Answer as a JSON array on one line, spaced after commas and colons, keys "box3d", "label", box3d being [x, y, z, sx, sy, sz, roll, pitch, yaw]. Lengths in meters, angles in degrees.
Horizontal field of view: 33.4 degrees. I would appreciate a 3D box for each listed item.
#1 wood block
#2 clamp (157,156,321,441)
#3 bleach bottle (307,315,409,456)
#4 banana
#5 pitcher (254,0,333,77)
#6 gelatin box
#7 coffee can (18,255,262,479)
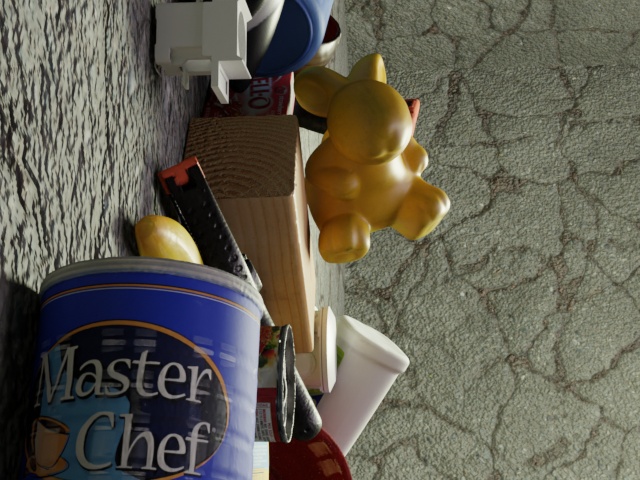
[{"box3d": [-0.055, 0.001, 0.896, 0.206, 0.090, 0.091, 84, 6, -49], "label": "wood block"}, {"box3d": [-0.059, 0.038, 0.771, 0.165, 0.036, 0.210, 51, -14, 54], "label": "clamp"}, {"box3d": [-0.007, 0.203, 1.071, 0.251, 0.068, 0.103, -61, -163, 4], "label": "bleach bottle"}, {"box3d": [-0.093, 0.049, 0.722, 0.069, 0.037, 0.198, -88, 175, -52], "label": "banana"}, {"box3d": [-0.032, -0.262, 0.941, 0.149, 0.145, 0.242, 84, 10, -45], "label": "pitcher"}, {"box3d": [-0.061, -0.119, 0.932, 0.089, 0.073, 0.030, -85, 172, -50], "label": "gelatin box"}, {"box3d": [-0.079, 0.090, 0.469, 0.103, 0.103, 0.140, 79, 12, -67], "label": "coffee can"}]
